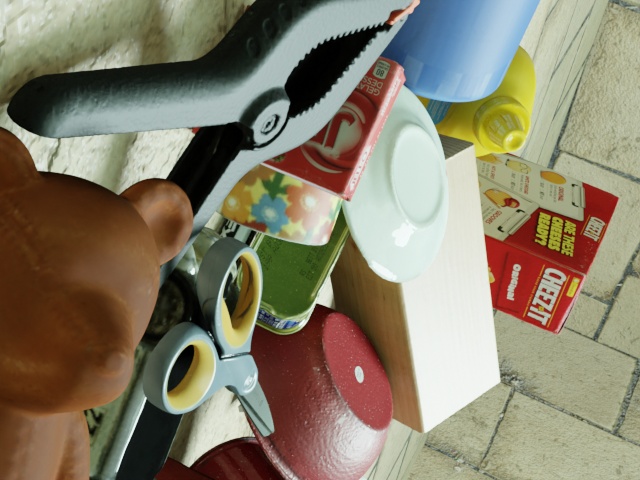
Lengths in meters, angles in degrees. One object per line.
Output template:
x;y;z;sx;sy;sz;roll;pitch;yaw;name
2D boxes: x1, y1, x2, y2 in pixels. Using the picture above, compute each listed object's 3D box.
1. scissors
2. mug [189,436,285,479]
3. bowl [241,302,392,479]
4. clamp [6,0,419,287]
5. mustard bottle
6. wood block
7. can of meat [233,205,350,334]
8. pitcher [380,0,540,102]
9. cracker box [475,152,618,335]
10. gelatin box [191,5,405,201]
-0.054;0.081;0.561;0.096;0.016;0.202;-51;155;-35;scissors
-0.056;0.206;0.747;0.117;0.082;0.093;-38;131;-10;mug
0.005;0.103;0.765;0.055;0.162;0.162;-27;-178;23;bowl
-0.039;-0.063;0.467;0.209;0.036;0.164;-42;157;-15;clamp
0.118;-0.118;0.827;0.096;0.058;0.192;-51;-153;18;mustard bottle
0.067;0.028;0.813;0.090;0.090;0.206;-27;121;-29;wood block
-0.016;0.006;0.691;0.102;0.057;0.084;-64;180;-10;can of meat
0.103;-0.222;0.689;0.149;0.145;0.243;-33;150;-45;pitcher
0.134;-0.020;0.930;0.164;0.214;0.072;-47;157;-55;cracker box
-0.011;-0.070;0.550;0.073;0.089;0.030;-66;168;1;gelatin box
